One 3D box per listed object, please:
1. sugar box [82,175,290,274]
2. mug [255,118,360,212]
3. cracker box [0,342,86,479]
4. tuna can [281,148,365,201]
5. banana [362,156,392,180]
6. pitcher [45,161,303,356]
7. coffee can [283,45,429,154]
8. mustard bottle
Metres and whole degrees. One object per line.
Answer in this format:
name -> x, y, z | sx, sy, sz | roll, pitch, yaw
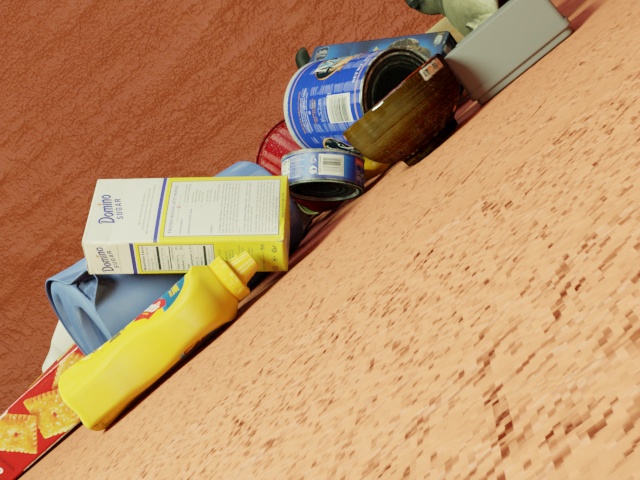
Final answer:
sugar box -> -0.116, -0.014, 0.952 | 0.176, 0.048, 0.093 | -2, 40, 3
mug -> -0.003, -0.088, 1.200 | 0.117, 0.093, 0.082 | -31, 44, -26
cracker box -> -0.311, 0.192, 1.199 | 0.213, 0.072, 0.164 | -41, 3, -3
tuna can -> 0.002, -0.065, 1.081 | 0.086, 0.034, 0.086 | 1, -12, 0
banana -> 0.084, -0.112, 1.195 | 0.070, 0.037, 0.197 | -58, -4, 19
pitcher -> -0.136, 0.033, 1.055 | 0.242, 0.145, 0.149 | -38, 15, -26
coffee can -> 0.042, -0.138, 1.079 | 0.102, 0.102, 0.141 | -42, 23, -25
mustard bottle -> -0.129, 0.076, 0.897 | 0.191, 0.058, 0.096 | -40, 5, -4
